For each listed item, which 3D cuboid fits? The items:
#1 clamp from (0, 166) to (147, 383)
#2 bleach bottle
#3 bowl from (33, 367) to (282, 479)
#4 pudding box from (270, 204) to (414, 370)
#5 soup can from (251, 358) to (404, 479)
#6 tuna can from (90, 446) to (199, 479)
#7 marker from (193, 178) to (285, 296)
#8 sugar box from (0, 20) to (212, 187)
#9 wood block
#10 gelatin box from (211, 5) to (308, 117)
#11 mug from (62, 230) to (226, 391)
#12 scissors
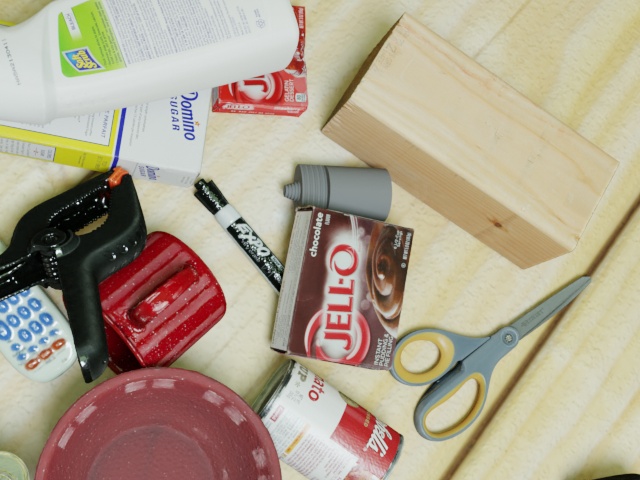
[{"bbox_3d":[-0.186,0.015,0.709,0.165,0.036,0.209,3,35,13],"label":"clamp"},{"bbox_3d":[-0.147,-0.144,0.759,0.250,0.068,0.102,-17,72,-22],"label":"bleach bottle"},{"bbox_3d":[-0.109,0.167,0.712,0.162,0.055,0.162,3,77,-15],"label":"bowl"},{"bbox_3d":[0.017,0.037,0.806,0.089,0.039,0.113,12,84,-27],"label":"pudding box"},{"bbox_3d":[0.001,0.142,0.780,0.102,0.069,0.068,36,71,-6],"label":"soup can"},{"bbox_3d":[-0.125,0.188,0.752,0.086,0.034,0.086,3,77,-15],"label":"tuna can"},{"bbox_3d":[-0.055,0.001,0.821,0.020,0.020,0.121,-40,91,-20],"label":"marker"},{"bbox_3d":[-0.173,-0.101,0.797,0.176,0.048,0.093,12,72,-16],"label":"sugar box"},{"bbox_3d":[0.116,-0.075,0.850,0.206,0.091,0.090,34,72,-7],"label":"wood block"},{"bbox_3d":[-0.049,-0.144,0.850,0.073,0.030,0.089,2,77,-15],"label":"gelatin box"},{"bbox_3d":[-0.117,0.044,0.745,0.081,0.117,0.093,-42,92,-25],"label":"mug"},{"bbox_3d":[0.131,0.072,0.861,0.096,0.016,0.201,43,70,-3],"label":"scissors"}]
